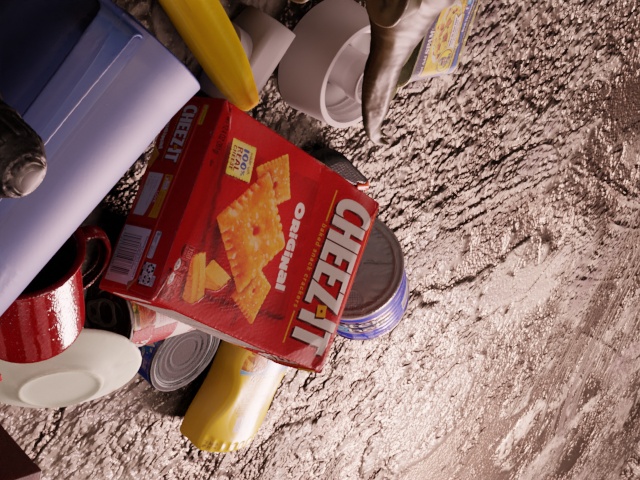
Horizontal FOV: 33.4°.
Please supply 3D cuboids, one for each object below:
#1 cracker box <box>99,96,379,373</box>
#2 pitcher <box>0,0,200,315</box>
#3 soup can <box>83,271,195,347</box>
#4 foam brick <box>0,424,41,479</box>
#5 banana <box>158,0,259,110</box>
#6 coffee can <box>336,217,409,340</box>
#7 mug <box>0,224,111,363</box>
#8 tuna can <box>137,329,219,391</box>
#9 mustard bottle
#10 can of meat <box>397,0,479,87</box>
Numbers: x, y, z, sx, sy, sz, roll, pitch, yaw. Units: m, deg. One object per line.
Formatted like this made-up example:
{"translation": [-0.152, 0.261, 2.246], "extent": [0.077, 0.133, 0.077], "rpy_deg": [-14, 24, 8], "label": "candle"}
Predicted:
{"translation": [-0.056, 0.001, 0.872], "extent": [0.213, 0.072, 0.164], "rpy_deg": [30, 76, -46], "label": "cracker box"}
{"translation": [-0.193, -0.046, 0.645], "extent": [0.243, 0.145, 0.149], "rpy_deg": [-53, 153, -4], "label": "pitcher"}
{"translation": [-0.141, 0.051, 0.894], "extent": [0.102, 0.069, 0.069], "rpy_deg": [-14, 131, -48], "label": "soup can"}
{"translation": [-0.267, 0.186, 0.846], "extent": [0.052, 0.078, 0.051], "rpy_deg": [-12, 130, -45], "label": "foam brick"}
{"translation": [-0.096, -0.169, 0.735], "extent": [0.037, 0.069, 0.197], "rpy_deg": [-22, 142, 10], "label": "banana"}
{"translation": [0.034, 0.038, 1.052], "extent": [0.103, 0.103, 0.140], "rpy_deg": [-51, 166, -6], "label": "coffee can"}
{"translation": [-0.203, 0.028, 0.768], "extent": [0.117, 0.093, 0.081], "rpy_deg": [-31, 147, -31], "label": "mug"}
{"translation": [-0.134, 0.096, 0.981], "extent": [0.086, 0.034, 0.086], "rpy_deg": [-34, 144, -30], "label": "tuna can"}
{"translation": [-0.067, 0.119, 1.070], "extent": [0.096, 0.058, 0.192], "rpy_deg": [4, 117, -54], "label": "mustard bottle"}
{"translation": [0.096, -0.197, 0.985], "extent": [0.083, 0.057, 0.102], "rpy_deg": [-19, 135, -47], "label": "can of meat"}
